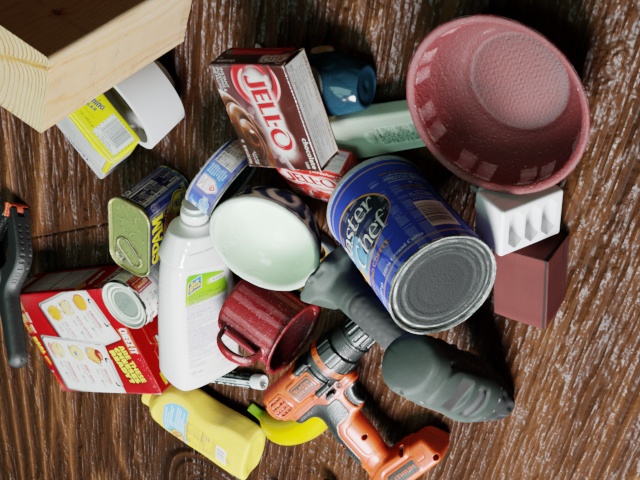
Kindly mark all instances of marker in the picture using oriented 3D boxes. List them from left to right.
[{"bbox_3d":[-0.118,0.174,1.354,0.121,0.020,0.020,1,122,38],"label":"marker"}]

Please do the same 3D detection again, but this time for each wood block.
[{"bbox_3d":[-0.219,-0.201,1.001,0.091,0.205,0.090,34,137,13],"label":"wood block"}]

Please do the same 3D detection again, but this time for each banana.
[{"bbox_3d":[-0.022,0.209,1.293,0.069,0.037,0.198,51,138,-6],"label":"banana"}]

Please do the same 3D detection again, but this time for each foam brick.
[{"bbox_3d":[0.192,0.030,0.972,0.051,0.052,0.078,16,129,29],"label":"foam brick"}]

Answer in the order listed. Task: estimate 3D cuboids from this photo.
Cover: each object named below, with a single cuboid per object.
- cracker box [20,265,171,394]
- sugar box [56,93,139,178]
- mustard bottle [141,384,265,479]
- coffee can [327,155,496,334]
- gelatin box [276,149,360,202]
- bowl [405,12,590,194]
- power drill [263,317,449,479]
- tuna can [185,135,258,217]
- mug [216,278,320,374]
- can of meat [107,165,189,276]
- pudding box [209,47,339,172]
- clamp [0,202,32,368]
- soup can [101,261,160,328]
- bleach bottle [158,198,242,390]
[{"bbox_3d":[-0.294,0.118,1.412,0.214,0.072,0.164,-6,117,40],"label":"cracker box"},{"bbox_3d":[-0.245,-0.121,1.149,0.093,0.048,0.176,52,170,-8],"label":"sugar box"},{"bbox_3d":[-0.165,0.235,1.410,0.192,0.058,0.096,29,141,17],"label":"mustard bottle"},{"bbox_3d":[0.078,0.001,0.955,0.140,0.102,0.103,-124,24,-49],"label":"coffee can"},{"bbox_3d":[0.001,-0.066,1.041,0.089,0.030,0.073,16,161,29],"label":"gelatin box"},{"bbox_3d":[0.154,-0.120,0.881,0.162,0.055,0.162,21,133,24],"label":"bowl"},{"bbox_3d":[0.052,0.183,1.185,0.187,0.057,0.185,44,122,-2],"label":"power drill"},{"bbox_3d":[-0.099,-0.065,1.103,0.034,0.086,0.086,39,138,4],"label":"tuna can"},{"bbox_3d":[-0.067,0.095,1.184,0.081,0.117,0.093,34,141,20],"label":"mug"},{"bbox_3d":[-0.191,-0.024,1.209,0.057,0.083,0.102,26,135,20],"label":"can of meat"},{"bbox_3d":[-0.041,-0.119,0.966,0.090,0.039,0.113,9,134,40],"label":"pudding box"},{"bbox_3d":[-0.428,0.053,1.414,0.165,0.036,0.210,6,89,41],"label":"clamp"},{"bbox_3d":[-0.200,0.048,1.259,0.069,0.102,0.068,21,132,24],"label":"soup can"},{"bbox_3d":[-0.137,0.054,1.217,0.068,0.102,0.251,37,138,33],"label":"bleach bottle"}]
